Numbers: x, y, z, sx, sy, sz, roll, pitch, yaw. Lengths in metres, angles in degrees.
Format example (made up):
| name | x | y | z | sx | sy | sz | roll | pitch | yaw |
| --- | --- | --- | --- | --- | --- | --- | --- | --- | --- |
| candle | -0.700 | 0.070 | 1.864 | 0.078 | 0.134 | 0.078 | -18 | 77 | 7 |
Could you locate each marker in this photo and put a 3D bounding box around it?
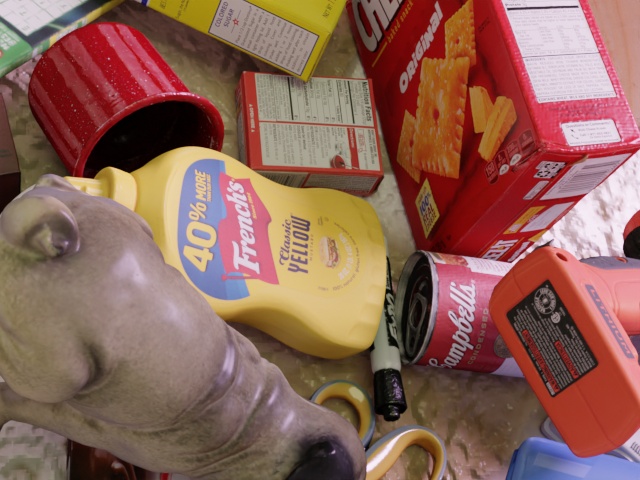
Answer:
| name | x | y | z | sx | sy | sz | roll | pitch | yaw |
| --- | --- | --- | --- | --- | --- | --- | --- | --- | --- |
| marker | 0.036 | 0.050 | 0.632 | 0.020 | 0.020 | 0.121 | 6 | 55 | -14 |

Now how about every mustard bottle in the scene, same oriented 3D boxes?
| name | x | y | z | sx | sy | sz | roll | pitch | yaw |
| --- | --- | --- | --- | --- | --- | --- | --- | --- | --- |
| mustard bottle | -0.054 | 0.001 | 0.583 | 0.191 | 0.058 | 0.096 | 17 | 64 | -31 |

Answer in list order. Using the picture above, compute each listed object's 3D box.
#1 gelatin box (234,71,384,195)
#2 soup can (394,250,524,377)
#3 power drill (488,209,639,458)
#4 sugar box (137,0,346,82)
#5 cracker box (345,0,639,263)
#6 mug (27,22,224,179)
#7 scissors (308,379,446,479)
| name | x | y | z | sx | sy | sz | roll | pitch | yaw |
| --- | --- | --- | --- | --- | --- | --- | --- | --- | --- |
| gelatin box | -0.007 | -0.068 | 0.680 | 0.089 | 0.030 | 0.073 | 2 | 63 | -16 |
| soup can | 0.101 | 0.046 | 0.634 | 0.102 | 0.069 | 0.068 | 8 | 63 | -14 |
| power drill | 0.191 | 0.061 | 0.581 | 0.187 | 0.057 | 0.184 | -5 | 56 | -43 |
| sugar box | -0.071 | -0.173 | 0.686 | 0.176 | 0.048 | 0.093 | 26 | 34 | -6 |
| cracker box | 0.091 | -0.107 | 0.651 | 0.072 | 0.164 | 0.214 | -7 | 68 | -22 |
| mug | -0.108 | -0.069 | 0.619 | 0.117 | 0.093 | 0.082 | 14 | 31 | -53 |
| scissors | -0.012 | 0.137 | 0.562 | 0.201 | 0.016 | 0.096 | -22 | 63 | -40 |
